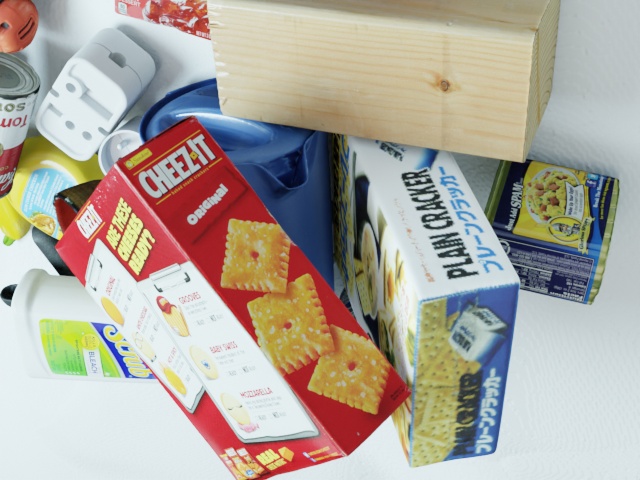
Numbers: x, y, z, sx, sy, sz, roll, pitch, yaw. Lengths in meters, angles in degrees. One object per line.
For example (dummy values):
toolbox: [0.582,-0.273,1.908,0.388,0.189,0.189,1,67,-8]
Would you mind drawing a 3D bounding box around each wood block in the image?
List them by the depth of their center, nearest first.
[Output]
wood block: [0.042,-0.124,0.690,0.206,0.090,0.091,11,132,18]

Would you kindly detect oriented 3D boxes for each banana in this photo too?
banana: [-0.309,-0.068,0.951,0.070,0.037,0.197,-6,126,28]

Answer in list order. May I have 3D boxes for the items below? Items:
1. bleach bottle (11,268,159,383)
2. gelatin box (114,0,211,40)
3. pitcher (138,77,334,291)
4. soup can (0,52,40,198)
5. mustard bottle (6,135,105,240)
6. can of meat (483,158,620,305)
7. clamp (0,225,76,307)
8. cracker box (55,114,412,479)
bleach bottle: [-0.142,0.082,0.959,0.251,0.068,0.102,2,124,5]
gelatin box: [-0.102,-0.186,0.749,0.089,0.030,0.073,18,134,11]
pitcher: [-0.055,0.001,0.814,0.145,0.149,0.243,2,125,12]
soup can: [-0.262,-0.090,0.832,0.068,0.068,0.102,28,122,2]
mustard bottle: [-0.210,-0.037,0.914,0.191,0.058,0.096,31,136,-2]
can of meat: [0.155,-0.009,0.728,0.084,0.102,0.057,13,136,13]
clamp: [-0.218,0.053,1.012,0.171,0.039,0.120,24,139,-4]
cracker box: [-0.062,0.047,0.682,0.213,0.072,0.164,52,148,-1]
